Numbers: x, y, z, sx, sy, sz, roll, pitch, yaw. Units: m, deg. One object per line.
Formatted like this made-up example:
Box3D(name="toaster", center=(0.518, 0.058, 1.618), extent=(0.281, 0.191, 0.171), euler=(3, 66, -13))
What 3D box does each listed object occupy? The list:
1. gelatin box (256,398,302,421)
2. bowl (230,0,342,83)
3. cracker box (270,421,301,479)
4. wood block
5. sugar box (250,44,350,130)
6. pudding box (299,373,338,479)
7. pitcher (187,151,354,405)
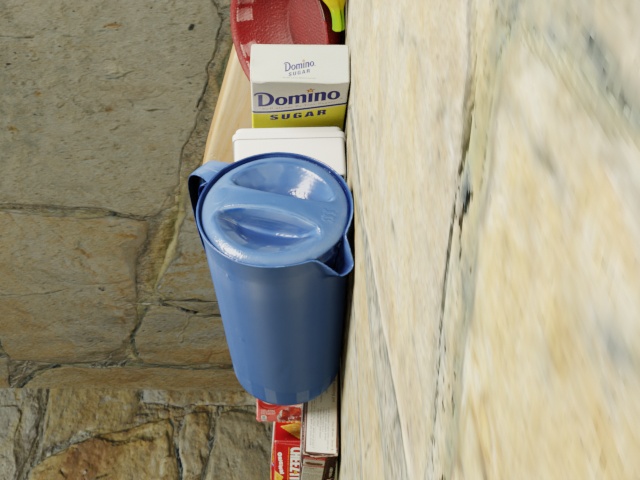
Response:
Box3D(name="gelatin box", center=(-0.034, 0.186, 1.310), extent=(0.030, 0.089, 0.073), euler=(-92, 4, -61))
Box3D(name="bowl", center=(-0.027, -0.223, 1.126), extent=(0.162, 0.055, 0.162), euler=(26, 125, 43))
Box3D(name="cracker box", center=(-0.032, 0.306, 1.477), extent=(0.213, 0.072, 0.164), euler=(-93, 5, -76))
Box3D(name="wood block", center=(-0.079, -0.161, 1.291), extent=(0.091, 0.090, 0.206), euler=(-87, 14, -45))
Box3D(name="sugar box", center=(-0.022, -0.130, 1.052), extent=(0.176, 0.093, 0.048), euler=(95, 175, -72))
Box3D(name="pudding box", center=(-0.002, 0.185, 1.095), extent=(0.090, 0.039, 0.113), euler=(95, 176, -56))
Box3D(name="pitcher", center=(-0.044, 0.040, 0.989), extent=(0.243, 0.145, 0.149), euler=(89, 177, -49))
